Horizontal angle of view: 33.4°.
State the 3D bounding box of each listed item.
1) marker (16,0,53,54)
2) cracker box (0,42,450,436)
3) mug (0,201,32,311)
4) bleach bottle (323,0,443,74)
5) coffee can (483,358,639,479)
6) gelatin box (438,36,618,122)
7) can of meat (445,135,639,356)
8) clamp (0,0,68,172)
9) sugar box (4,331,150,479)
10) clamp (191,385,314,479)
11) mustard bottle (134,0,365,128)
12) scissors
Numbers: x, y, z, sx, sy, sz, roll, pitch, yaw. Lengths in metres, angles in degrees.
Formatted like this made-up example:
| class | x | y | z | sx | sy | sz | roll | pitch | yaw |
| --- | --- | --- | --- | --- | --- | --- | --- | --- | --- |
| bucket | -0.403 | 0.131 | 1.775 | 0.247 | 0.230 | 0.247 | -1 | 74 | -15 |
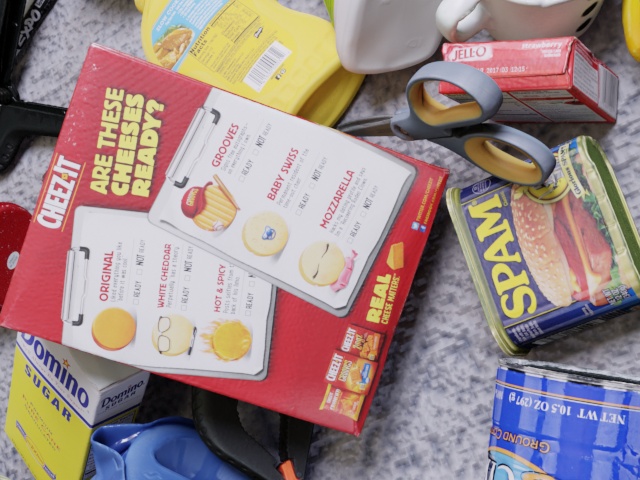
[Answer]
| class | x | y | z | sx | sy | sz | roll | pitch | yaw |
| --- | --- | --- | --- | --- | --- | --- | --- | --- | --- |
| marker | -0.236 | -0.172 | 0.847 | 0.020 | 0.020 | 0.121 | 47 | 108 | 26 |
| cracker box | -0.054 | 0.001 | 0.620 | 0.213 | 0.072 | 0.164 | 19 | 90 | -9 |
| mug | -0.267 | 0.009 | 0.793 | 0.082 | 0.117 | 0.093 | -1 | 72 | 26 |
| bleach bottle | 0.008 | -0.229 | 0.671 | 0.068 | 0.103 | 0.251 | -12 | 58 | -15 |
| coffee can | 0.133 | 0.137 | 0.544 | 0.103 | 0.102 | 0.140 | 7 | 88 | 31 |
| gelatin box | 0.116 | -0.087 | 0.587 | 0.073 | 0.089 | 0.030 | 3 | 85 | 31 |
| can of meat | 0.128 | 0.003 | 0.589 | 0.084 | 0.057 | 0.102 | -24 | 72 | 24 |
| clamp | -0.253 | -0.120 | 0.827 | 0.210 | 0.036 | 0.164 | -22 | 92 | 30 |
| sugar box | -0.166 | 0.107 | 0.710 | 0.093 | 0.048 | 0.176 | 48 | 143 | 24 |
| clamp | -0.044 | 0.074 | 0.680 | 0.120 | 0.039 | 0.171 | -30 | 85 | -14 |
| mustard bottle | -0.065 | -0.135 | 0.717 | 0.192 | 0.058 | 0.096 | 40 | 92 | 28 |
| scissors | 0.067 | -0.055 | 0.604 | 0.096 | 0.202 | 0.016 | 37 | 79 | -5 |
